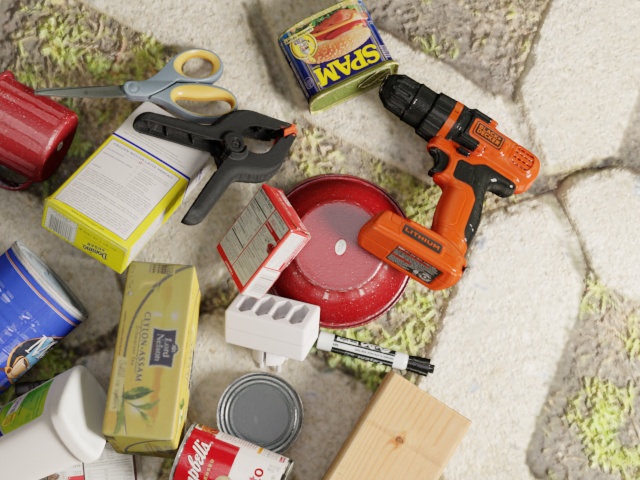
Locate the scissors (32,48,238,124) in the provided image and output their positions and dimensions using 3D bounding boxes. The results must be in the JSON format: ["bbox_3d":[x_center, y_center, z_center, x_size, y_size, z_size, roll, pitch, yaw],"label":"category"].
[{"bbox_3d":[-0.181,-0.166,1.082,0.201,0.016,0.096,11,60,-12],"label":"scissors"}]

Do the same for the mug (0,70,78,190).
[{"bbox_3d":[-0.302,-0.101,1.073,0.081,0.093,0.117,28,114,-2],"label":"mug"}]

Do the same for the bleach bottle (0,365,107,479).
[{"bbox_3d":[-0.321,0.209,1.007,0.251,0.102,0.068,-27,112,12],"label":"bleach bottle"}]

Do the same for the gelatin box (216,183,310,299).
[{"bbox_3d":[-0.057,0.001,1.050,0.089,0.030,0.073,-51,46,20],"label":"gelatin box"}]

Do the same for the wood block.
[{"bbox_3d":[0.051,0.237,1.025,0.091,0.090,0.206,32,84,4],"label":"wood block"}]

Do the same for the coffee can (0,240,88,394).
[{"bbox_3d":[-0.312,0.084,1.036,0.140,0.103,0.103,-42,85,-5],"label":"coffee can"}]

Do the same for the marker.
[{"bbox_3d":[0.056,0.115,1.076,0.121,0.020,0.020,14,83,2],"label":"marker"}]

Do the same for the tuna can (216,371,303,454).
[{"bbox_3d":[-0.059,0.173,1.060,0.086,0.034,0.086,0,83,0],"label":"tuna can"}]

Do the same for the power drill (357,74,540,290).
[{"bbox_3d":[0.109,-0.059,1.049,0.184,0.057,0.187,31,64,-2],"label":"power drill"}]

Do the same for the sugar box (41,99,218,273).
[{"bbox_3d":[-0.182,-0.056,1.039,0.093,0.048,0.176,31,46,4],"label":"sugar box"}]

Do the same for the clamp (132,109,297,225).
[{"bbox_3d":[-0.091,-0.077,1.047,0.171,0.039,0.120,-10,77,-32],"label":"clamp"}]

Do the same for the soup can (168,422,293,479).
[{"bbox_3d":[-0.084,0.221,1.007,0.102,0.068,0.068,20,83,6],"label":"soup can"}]

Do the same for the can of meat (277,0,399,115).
[{"bbox_3d":[0.017,-0.190,1.095,0.102,0.057,0.084,-26,81,-4],"label":"can of meat"}]

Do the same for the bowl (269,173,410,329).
[{"bbox_3d":[0.018,0.008,1.071,0.162,0.055,0.162,0,83,0],"label":"bowl"}]

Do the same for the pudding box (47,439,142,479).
[{"bbox_3d":[-0.220,0.251,1.048,0.090,0.039,0.113,-6,85,-3],"label":"pudding box"}]
